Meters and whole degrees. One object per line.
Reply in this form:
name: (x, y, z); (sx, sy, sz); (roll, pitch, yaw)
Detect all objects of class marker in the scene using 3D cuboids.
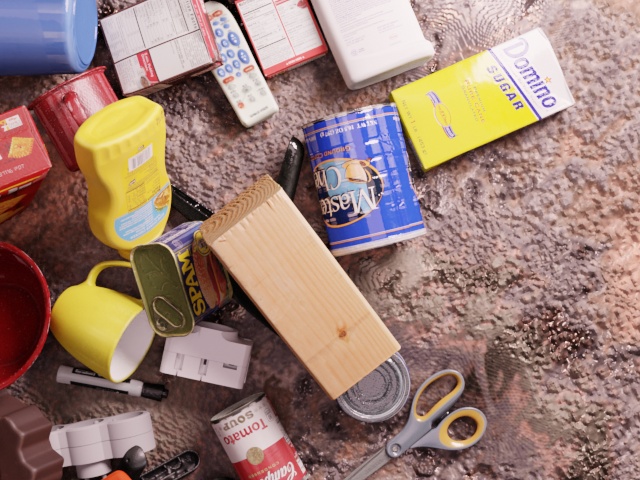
marker: (-0.225, 0.156, 1.158); (0.121, 0.020, 0.020); (11, 91, 0)

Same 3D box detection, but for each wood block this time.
wood block: (-0.022, 0.047, 1.071); (0.091, 0.090, 0.206); (-37, 108, -2)

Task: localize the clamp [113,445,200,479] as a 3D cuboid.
clamp: (-0.207, 0.273, 1.135); (0.172, 0.120, 0.039); (-43, 58, 20)

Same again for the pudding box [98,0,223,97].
pudding box: (-0.168, -0.210, 1.127); (0.114, 0.039, 0.090); (-18, 90, 17)

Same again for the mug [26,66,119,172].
mug: (-0.244, -0.124, 1.107); (0.093, 0.117, 0.081); (-30, 96, -8)

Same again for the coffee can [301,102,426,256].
coffee can: (0.045, -0.063, 1.112); (0.103, 0.103, 0.140); (-13, 91, 0)

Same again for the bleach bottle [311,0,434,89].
bleach bottle: (0.030, -0.293, 1.128); (0.102, 0.068, 0.251); (-20, 89, 0)

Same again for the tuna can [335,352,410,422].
tuna can: (0.054, 0.153, 1.151); (0.086, 0.034, 0.086); (0, 91, 0)

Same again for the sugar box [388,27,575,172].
sugar box: (0.171, -0.150, 1.139); (0.176, 0.048, 0.093); (-24, 91, 2)

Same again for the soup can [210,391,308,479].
soup can: (-0.065, 0.221, 1.136); (0.068, 0.068, 0.102); (-27, 90, 0)

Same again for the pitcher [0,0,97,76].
pitcher: (-0.357, -0.236, 1.093); (0.243, 0.145, 0.149); (2, 99, 3)

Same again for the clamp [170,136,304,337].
clamp: (-0.057, 0.001, 1.135); (0.165, 0.036, 0.210); (-25, 93, 18)

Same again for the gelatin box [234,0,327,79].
gelatin box: (-0.042, -0.228, 1.145); (0.073, 0.030, 0.089); (-23, 91, 2)

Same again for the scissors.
scissors: (0.101, 0.232, 1.162); (0.096, 0.016, 0.202); (37, 91, -1)

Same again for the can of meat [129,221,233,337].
can of meat: (-0.142, 0.038, 1.109); (0.058, 0.083, 0.102); (-7, 105, 30)

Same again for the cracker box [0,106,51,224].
cracker box: (-0.359, -0.045, 1.036); (0.164, 0.214, 0.072); (-27, 92, -23)

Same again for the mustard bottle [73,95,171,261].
mustard bottle: (-0.196, -0.047, 1.094); (0.058, 0.192, 0.096); (27, 49, 26)

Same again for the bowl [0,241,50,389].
bowl: (-0.344, 0.084, 1.112); (0.162, 0.055, 0.162); (-3, 77, 13)
